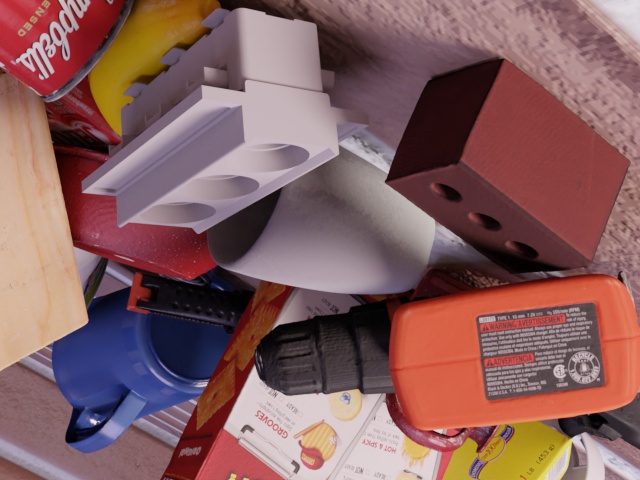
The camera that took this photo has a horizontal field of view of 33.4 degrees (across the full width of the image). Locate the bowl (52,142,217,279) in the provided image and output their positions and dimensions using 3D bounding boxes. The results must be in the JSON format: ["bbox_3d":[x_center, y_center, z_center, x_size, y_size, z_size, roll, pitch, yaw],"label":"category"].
[{"bbox_3d":[-0.120,-0.013,0.707,0.162,0.055,0.162,16,173,2],"label":"bowl"}]

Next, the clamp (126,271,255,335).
[{"bbox_3d":[-0.047,0.059,0.830,0.209,0.036,0.165,17,170,-40],"label":"clamp"}]

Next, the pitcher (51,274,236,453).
[{"bbox_3d":[-0.162,0.108,0.997,0.144,0.149,0.243,-12,174,-29],"label":"pitcher"}]

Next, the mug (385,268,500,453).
[{"bbox_3d":[0.079,0.077,0.647,0.081,0.117,0.093,29,140,9],"label":"mug"}]

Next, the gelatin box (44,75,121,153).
[{"bbox_3d":[-0.152,-0.080,0.659,0.089,0.030,0.073,8,156,48],"label":"gelatin box"}]

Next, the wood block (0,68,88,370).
[{"bbox_3d":[-0.212,-0.025,0.638,0.091,0.090,0.206,40,145,33],"label":"wood block"}]

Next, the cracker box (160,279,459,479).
[{"bbox_3d":[0.003,0.127,0.724,0.164,0.213,0.072,33,162,-19],"label":"cracker box"}]

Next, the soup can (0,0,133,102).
[{"bbox_3d":[-0.142,-0.118,0.469,0.102,0.068,0.069,37,160,-30],"label":"soup can"}]

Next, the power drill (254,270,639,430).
[{"bbox_3d":[0.059,0.051,0.517,0.184,0.057,0.188,-9,179,-4],"label":"power drill"}]

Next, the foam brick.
[{"bbox_3d":[0.076,-0.028,0.436,0.078,0.051,0.053,34,161,-22],"label":"foam brick"}]

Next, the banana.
[{"bbox_3d":[-0.086,-0.084,0.549,0.069,0.037,0.198,4,166,-5],"label":"banana"}]

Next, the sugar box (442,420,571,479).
[{"bbox_3d":[0.091,0.149,0.815,0.176,0.093,0.048,28,142,32],"label":"sugar box"}]
